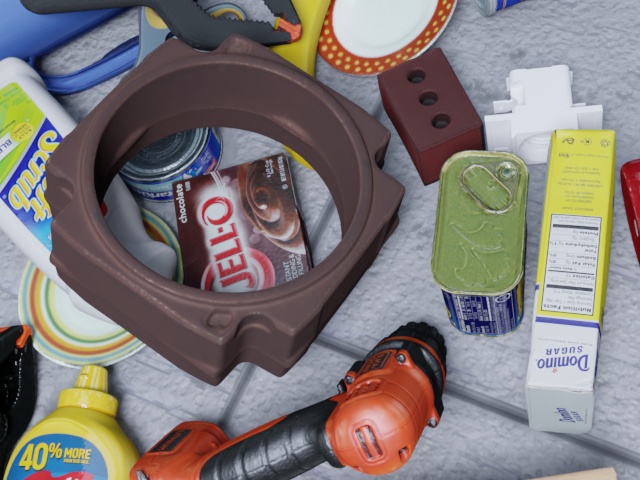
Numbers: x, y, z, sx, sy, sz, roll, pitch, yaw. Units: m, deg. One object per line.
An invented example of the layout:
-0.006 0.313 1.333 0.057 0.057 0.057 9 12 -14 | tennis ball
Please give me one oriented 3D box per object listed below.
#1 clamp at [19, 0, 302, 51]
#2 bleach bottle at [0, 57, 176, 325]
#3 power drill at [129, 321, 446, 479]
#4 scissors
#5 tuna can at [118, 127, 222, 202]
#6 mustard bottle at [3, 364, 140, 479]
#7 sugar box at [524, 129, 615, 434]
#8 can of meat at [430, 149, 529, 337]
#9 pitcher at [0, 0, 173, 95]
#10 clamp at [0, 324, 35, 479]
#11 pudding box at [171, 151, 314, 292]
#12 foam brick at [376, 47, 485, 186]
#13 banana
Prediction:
-0.112 -0.196 0.799 0.210 0.036 0.164 36 98 -1 | clamp
-0.180 -0.027 0.781 0.102 0.068 0.251 -44 64 -10 | bleach bottle
-0.012 0.113 0.660 0.188 0.184 0.057 -26 92 17 | power drill
-0.153 -0.143 0.848 0.201 0.096 0.016 -31 27 -5 | scissors
-0.122 -0.075 0.829 0.086 0.033 0.086 -5 63 11 | tuna can
-0.167 0.175 0.703 0.096 0.058 0.191 -5 62 23 | mustard bottle
0.161 0.026 0.680 0.048 0.093 0.176 2 66 14 | sugar box
0.109 0.005 0.707 0.057 0.084 0.102 2 65 14 | can of meat
-0.245 -0.199 0.877 0.243 0.145 0.149 -32 49 1 | pitcher
-0.238 0.126 0.715 0.039 0.120 0.171 -6 59 16 | clamp
-0.055 0.001 0.773 0.090 0.039 0.113 -14 62 6 | pudding box
0.081 -0.091 0.779 0.053 0.051 0.078 -25 61 0 | foam brick
-0.009 -0.131 0.825 0.069 0.037 0.198 -9 69 6 | banana
